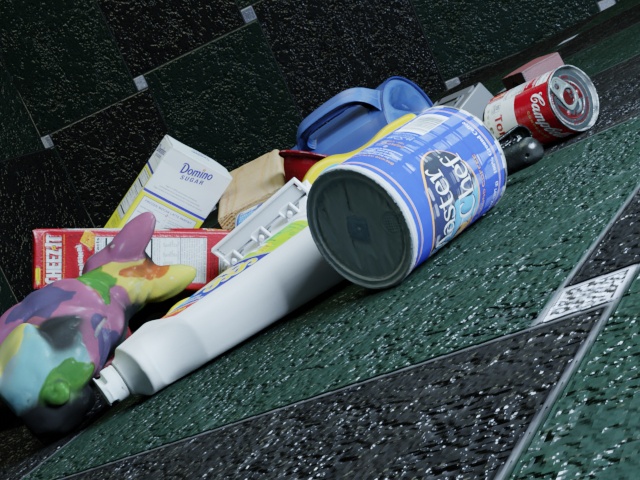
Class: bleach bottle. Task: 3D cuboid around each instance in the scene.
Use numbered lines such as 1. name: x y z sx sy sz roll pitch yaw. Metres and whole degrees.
1. bleach bottle: -0.083 0.063 0.933 0.250 0.068 0.103 -34 10 -17

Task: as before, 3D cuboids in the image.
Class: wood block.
1. wood block: -0.068 -0.036 1.333 0.090 0.091 0.206 -27 17 4

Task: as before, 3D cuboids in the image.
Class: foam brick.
1. foam brick: 0.245 -0.159 1.172 0.051 0.078 0.053 -28 6 -12

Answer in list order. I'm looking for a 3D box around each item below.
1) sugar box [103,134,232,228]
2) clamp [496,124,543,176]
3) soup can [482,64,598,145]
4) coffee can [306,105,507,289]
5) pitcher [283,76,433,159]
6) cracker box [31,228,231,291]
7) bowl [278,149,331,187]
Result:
1. sugar box: -0.195 -0.033 1.305 0.176 0.093 0.048 -55 32 10
2. clamp: 0.137 -0.056 1.012 0.171 0.039 0.120 -35 2 3
3. soup can: 0.223 -0.131 1.092 0.068 0.068 0.102 -33 7 -33
4. coffee can: 0.071 -0.037 0.859 0.103 0.103 0.140 -22 9 48
5. pitcher: 0.039 -0.122 1.489 0.243 0.149 0.144 -28 5 36
6. cracker box: -0.212 0.022 1.198 0.213 0.072 0.164 0 0 -13
7. bowl: 0.025 -0.058 1.225 0.162 0.055 0.162 12 -2 0
